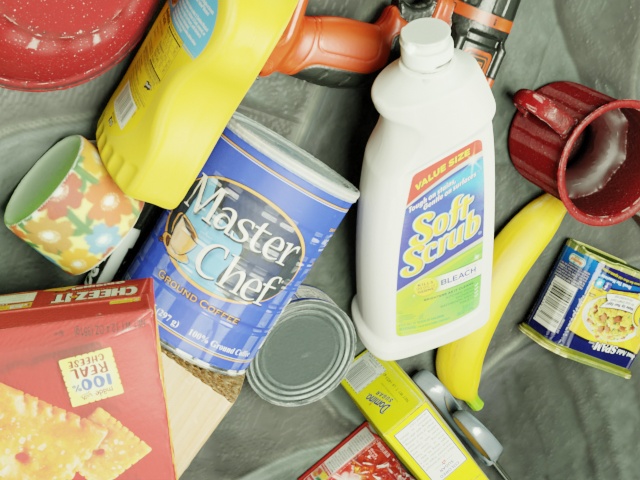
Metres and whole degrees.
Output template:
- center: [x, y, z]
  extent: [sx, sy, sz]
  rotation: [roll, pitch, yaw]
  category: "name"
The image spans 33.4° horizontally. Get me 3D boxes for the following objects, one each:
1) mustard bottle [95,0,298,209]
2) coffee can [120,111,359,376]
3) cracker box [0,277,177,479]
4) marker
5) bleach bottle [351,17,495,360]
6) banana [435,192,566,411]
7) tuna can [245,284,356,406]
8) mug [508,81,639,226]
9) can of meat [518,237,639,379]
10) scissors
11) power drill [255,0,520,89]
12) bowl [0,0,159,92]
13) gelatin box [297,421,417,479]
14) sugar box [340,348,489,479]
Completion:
- center: [-0.062, -0.117, 0.610]
  extent: [0.058, 0.096, 0.192]
  rotation: [19, 120, -30]
  category: "mustard bottle"
- center: [-0.055, 0.001, 0.688]
  extent: [0.102, 0.103, 0.140]
  rotation: [28, 99, -30]
  category: "coffee can"
- center: [-0.163, 0.139, 0.609]
  extent: [0.164, 0.072, 0.214]
  rotation: [-6, 105, -7]
  category: "cracker box"
- center: [-0.141, 0.017, 0.707]
  extent: [0.020, 0.020, 0.121]
  rotation: [25, 101, -30]
  category: "marker"
- center: [0.064, -0.031, 0.701]
  extent: [0.102, 0.068, 0.251]
  rotation: [-18, 136, -10]
  category: "bleach bottle"
- center: [0.134, 0.047, 0.830]
  extent: [0.069, 0.037, 0.198]
  rotation: [-3, 120, -53]
  category: "banana"
- center: [-0.019, 0.075, 0.776]
  extent: [0.086, 0.034, 0.086]
  rotation: [-9, 115, -20]
  category: "tuna can"
- center: [0.181, -0.073, 0.768]
  extent: [0.117, 0.082, 0.093]
  rotation: [30, 98, -31]
  category: "mug"
- center: [0.222, 0.054, 0.857]
  extent: [0.102, 0.057, 0.084]
  rotation: [20, 101, -29]
  category: "can of meat"
- center: [0.140, 0.175, 0.857]
  extent: [0.016, 0.096, 0.201]
  rotation: [-43, 118, -5]
  category: "scissors"
- center: [0.042, -0.152, 0.688]
  extent: [0.187, 0.057, 0.184]
  rotation: [13, 106, -27]
  category: "power drill"
- center: [-0.151, -0.160, 0.588]
  extent: [0.161, 0.055, 0.162]
  rotation: [-8, 108, -28]
  category: "bowl"
- center: [0.037, 0.200, 0.856]
  extent: [0.073, 0.030, 0.089]
  rotation: [-39, 121, -3]
  category: "gelatin box"
- center: [0.087, 0.166, 0.826]
  extent: [0.048, 0.093, 0.176]
  rotation: [-38, 121, -4]
  category: "sugar box"
